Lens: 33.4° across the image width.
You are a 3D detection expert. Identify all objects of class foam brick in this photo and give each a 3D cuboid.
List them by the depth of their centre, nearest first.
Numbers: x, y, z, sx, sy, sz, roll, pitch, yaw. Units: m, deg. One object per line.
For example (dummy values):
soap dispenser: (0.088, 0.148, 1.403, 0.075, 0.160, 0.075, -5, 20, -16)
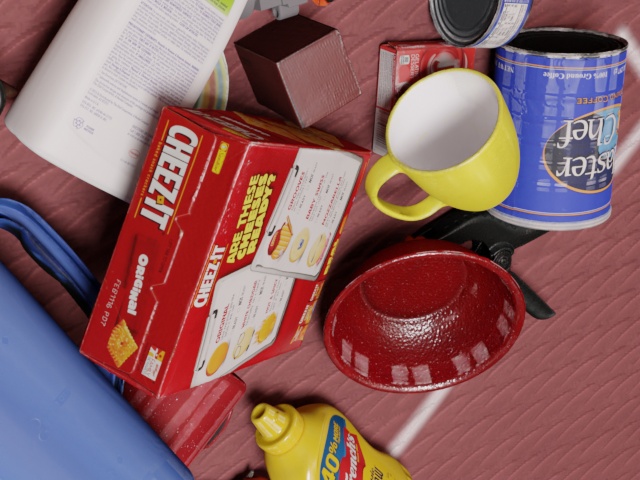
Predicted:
foam brick: (-0.016, -0.120, 0.743, 0.051, 0.078, 0.053, -31, 122, -14)

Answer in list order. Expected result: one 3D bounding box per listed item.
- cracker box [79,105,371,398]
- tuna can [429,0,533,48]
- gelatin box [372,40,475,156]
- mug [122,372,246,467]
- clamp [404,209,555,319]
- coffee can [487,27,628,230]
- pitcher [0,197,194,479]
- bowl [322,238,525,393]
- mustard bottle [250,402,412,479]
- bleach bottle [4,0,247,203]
cracker box: (-0.055, 0.001, 0.713, 0.213, 0.072, 0.164, -7, 120, -68)
tuna can: (0.118, -0.185, 0.787, 0.033, 0.086, 0.086, -5, 112, -30)
gelatin box: (0.081, -0.110, 0.830, 0.073, 0.030, 0.089, -8, 114, -27)
mug: (-0.103, 0.120, 0.792, 0.081, 0.093, 0.117, -52, 139, -7)
clamp: (0.151, 0.020, 0.919, 0.171, 0.039, 0.120, -5, 109, -21)
coffee can: (0.186, -0.091, 0.853, 0.102, 0.103, 0.140, -11, 115, -25)
pitcher: (-0.188, 0.099, 0.663, 0.149, 0.145, 0.242, -40, 103, 9)
bowl: (0.079, 0.051, 0.859, 0.162, 0.055, 0.162, -4, 132, -5)
mustard bottle: (0.007, 0.190, 0.881, 0.191, 0.058, 0.096, 46, 43, -33)
bleach bottle: (-0.087, -0.150, 0.660, 0.102, 0.068, 0.251, 30, 95, -47)
